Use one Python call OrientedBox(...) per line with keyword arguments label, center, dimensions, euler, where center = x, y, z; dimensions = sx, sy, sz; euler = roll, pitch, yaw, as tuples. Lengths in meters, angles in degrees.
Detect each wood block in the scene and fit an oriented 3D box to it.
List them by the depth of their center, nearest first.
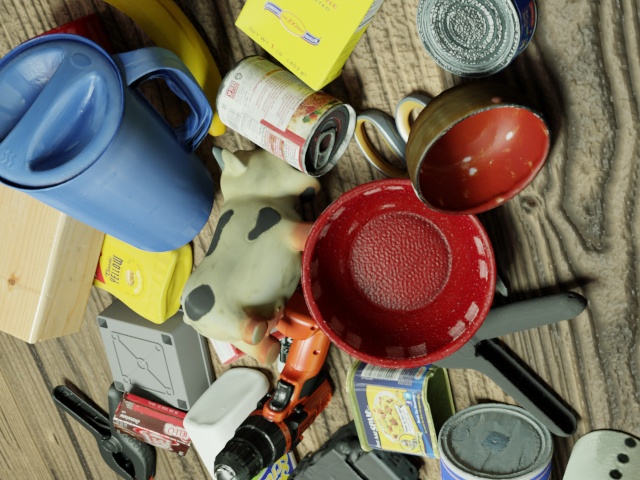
OrientedBox(label="wood block", center=(-0.276, -0.014, 1.072), dimensions=(0.091, 0.090, 0.206), euler=(20, 101, 18))

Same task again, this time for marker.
OrientedBox(label="marker", center=(-0.033, 0.086, 1.086), dimensions=(0.020, 0.020, 0.121), euler=(20, 129, 22))

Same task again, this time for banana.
OrientedBox(label="banana", center=(-0.143, -0.183, 0.962), dimensions=(0.198, 0.037, 0.070), euler=(46, 139, -4))

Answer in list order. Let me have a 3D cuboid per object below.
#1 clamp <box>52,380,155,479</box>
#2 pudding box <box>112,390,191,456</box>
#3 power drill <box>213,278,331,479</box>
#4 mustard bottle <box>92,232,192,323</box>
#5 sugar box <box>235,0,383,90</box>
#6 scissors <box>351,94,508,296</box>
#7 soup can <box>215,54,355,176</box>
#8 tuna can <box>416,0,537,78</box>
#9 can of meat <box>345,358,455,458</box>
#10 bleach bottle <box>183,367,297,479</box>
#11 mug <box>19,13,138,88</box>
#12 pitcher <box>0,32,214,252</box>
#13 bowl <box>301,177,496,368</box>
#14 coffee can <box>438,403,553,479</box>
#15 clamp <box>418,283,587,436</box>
OrientedBox(label="clamp", center=(-0.250, 0.239, 1.328), dimensions=(0.120, 0.039, 0.171), euler=(-17, 116, 45))
OrientedBox(label="pudding box", center=(-0.188, 0.211, 1.219), dimensions=(0.090, 0.039, 0.113), euler=(21, 162, -2))
OrientedBox(label="power drill", center=(-0.032, 0.128, 1.015), dimensions=(0.057, 0.184, 0.188), euler=(27, 122, 16))
OrientedBox(label="mustard bottle", center=(-0.231, 0.007, 1.138), dimensions=(0.192, 0.058, 0.096), euler=(27, 124, 18))
OrientedBox(label="sugar box", center=(0.009, -0.211, 0.832), dimensions=(0.093, 0.048, 0.176), euler=(39, 135, 5))
OrientedBox(label="scissors", center=(0.111, -0.044, 0.899), dimensions=(0.202, 0.016, 0.096), euler=(43, 136, 1))
OrientedBox(label="soup can", center=(-0.030, -0.107, 0.906), dimensions=(0.102, 0.068, 0.068), euler=(32, 134, 25))
OrientedBox(label="tuna can", center=(0.116, -0.166, 0.799), dimensions=(0.086, 0.033, 0.086), euler=(18, 129, 24))
OrientedBox(label="can of meat", center=(0.080, 0.160, 1.035), dimensions=(0.084, 0.057, 0.102), euler=(3, 122, 30))
OrientedBox(label="bleach bottle", center=(-0.060, 0.268, 1.190), dimensions=(0.068, 0.102, 0.251), euler=(5, 129, 42))
OrientedBox(label="mug", center=(-0.241, -0.157, 1.003), dimensions=(0.117, 0.093, 0.081), euler=(-22, 104, 5))
OrientedBox(label="pitcher", center=(-0.173, -0.075, 0.931), dimensions=(0.149, 0.145, 0.242), euler=(13, 169, 19))
OrientedBox(label="bowl", center=(0.066, 0.024, 0.902), dimensions=(0.162, 0.055, 0.162), euler=(1, 101, 6))
OrientedBox(label="coffee can", center=(0.164, 0.239, 1.000), dimensions=(0.103, 0.102, 0.140), euler=(13, 127, 27))
OrientedBox(label="clamp", center=(0.140, 0.079, 0.947), dimensions=(0.210, 0.036, 0.164), euler=(23, 136, 23))
